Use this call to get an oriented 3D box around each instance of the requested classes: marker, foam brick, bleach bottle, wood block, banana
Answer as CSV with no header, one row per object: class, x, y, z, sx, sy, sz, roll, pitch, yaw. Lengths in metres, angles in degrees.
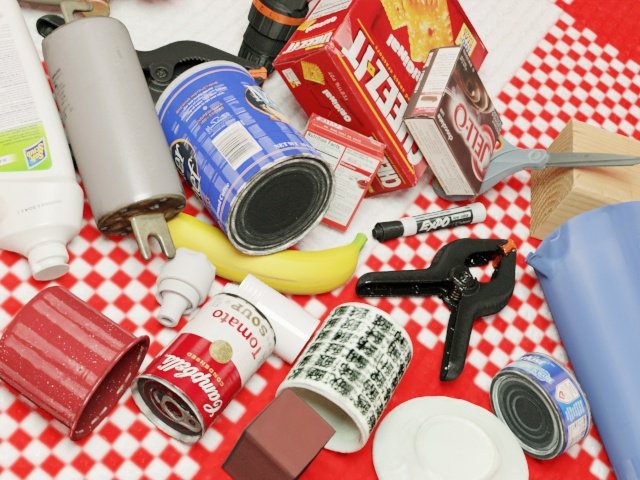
marker,0.102,-0.017,1.002,0.120,0.020,0.020,-11,64,-27
foam brick,-0.032,0.158,0.804,0.051,0.078,0.052,42,54,10
bleach bottle,-0.263,-0.082,0.877,0.102,0.068,0.251,-19,71,-9
wood block,0.319,-0.032,1.050,0.206,0.090,0.090,17,54,-10
banana,-0.050,0.013,0.918,0.197,0.037,0.069,9,36,-18

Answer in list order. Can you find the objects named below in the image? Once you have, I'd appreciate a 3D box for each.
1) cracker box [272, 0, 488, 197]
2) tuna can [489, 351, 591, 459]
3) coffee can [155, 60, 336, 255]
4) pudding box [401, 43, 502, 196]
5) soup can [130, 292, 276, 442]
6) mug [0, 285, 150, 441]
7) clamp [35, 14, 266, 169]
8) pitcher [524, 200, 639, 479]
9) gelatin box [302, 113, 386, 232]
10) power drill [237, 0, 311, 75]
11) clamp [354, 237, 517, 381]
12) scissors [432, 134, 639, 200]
cracker box,0.066,-0.173,1.010,0.164,0.072,0.213,53,47,-27
tuna can,0.182,0.139,0.892,0.033,0.086,0.086,-25,70,-30
coffee can,-0.066,-0.071,0.898,0.102,0.103,0.140,-17,49,-29
pudding box,0.123,-0.109,0.980,0.113,0.039,0.090,51,50,-41
soup can,-0.089,0.097,0.828,0.068,0.069,0.102,38,53,5
mug,-0.182,0.083,0.796,0.081,0.093,0.117,33,22,7
clamp,-0.155,-0.150,0.978,0.209,0.036,0.164,-12,65,-22
pitcher,0.289,0.096,0.938,0.149,0.144,0.243,-21,65,16
gelatin box,0.008,-0.060,0.949,0.073,0.089,0.030,23,35,-6
power drill,-0.012,-0.260,1.043,0.057,0.185,0.187,30,34,0
clamp,0.125,0.053,0.954,0.171,0.039,0.120,-24,71,-31
scissors,0.188,-0.063,0.998,0.202,0.016,0.096,20,64,41
